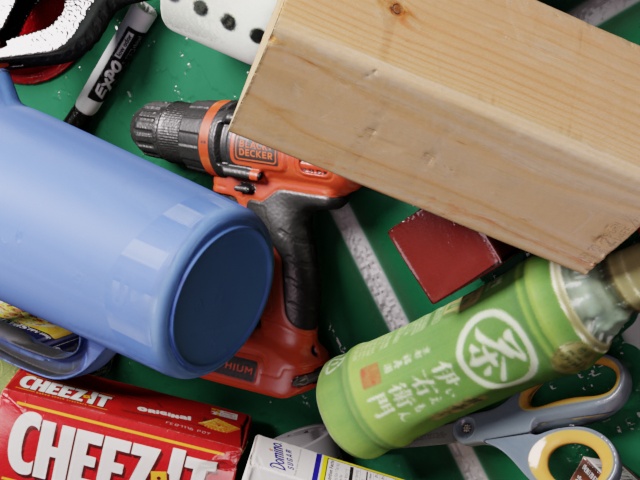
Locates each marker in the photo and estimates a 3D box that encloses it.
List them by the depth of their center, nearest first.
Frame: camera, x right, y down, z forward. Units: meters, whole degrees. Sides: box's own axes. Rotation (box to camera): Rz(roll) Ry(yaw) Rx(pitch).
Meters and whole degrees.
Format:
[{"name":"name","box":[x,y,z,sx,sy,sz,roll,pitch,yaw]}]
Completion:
[{"name":"marker","box":[-0.155,-0.119,0.768,0.020,0.020,0.121,45,117,14]}]

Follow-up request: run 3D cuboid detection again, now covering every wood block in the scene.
[{"name":"wood block","box":[0.071,-0.073,0.548,0.206,0.090,0.090,22,145,-8]}]

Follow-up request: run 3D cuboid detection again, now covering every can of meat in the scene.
[{"name":"can of meat","box":[-0.218,0.079,0.802,0.102,0.083,0.057,18,108,25]}]

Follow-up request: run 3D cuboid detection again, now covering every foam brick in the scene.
[{"name":"foam brick","box":[0.085,-0.004,0.626,0.053,0.078,0.051,-35,84,29]}]

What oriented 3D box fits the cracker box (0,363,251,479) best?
[{"name":"cracker box","box":[-0.152,0.208,0.729,0.164,0.072,0.214,14,101,-3]}]

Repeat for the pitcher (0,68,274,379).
[{"name":"pitcher","box":[-0.154,0.005,0.680,0.243,0.145,0.149,22,152,31]}]

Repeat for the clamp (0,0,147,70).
[{"name":"clamp","box":[-0.163,-0.183,0.720,0.171,0.039,0.120,-31,72,-2]}]

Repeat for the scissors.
[{"name":"scissors","box":[0.103,0.132,0.656,0.202,0.016,0.096,-30,50,28]}]

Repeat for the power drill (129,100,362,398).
[{"name":"power drill","box":[-0.055,0.001,0.714,0.185,0.057,0.188,11,106,32]}]
